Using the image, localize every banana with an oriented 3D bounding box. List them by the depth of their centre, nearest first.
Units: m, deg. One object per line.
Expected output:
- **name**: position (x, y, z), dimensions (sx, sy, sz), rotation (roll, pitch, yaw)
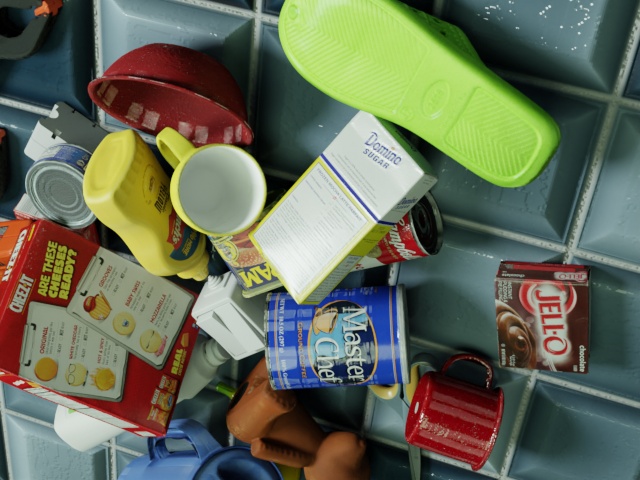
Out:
- **banana**: position (-0.059, 0.246, 1.300), dimensions (0.070, 0.037, 0.198), rotation (3, 125, 42)

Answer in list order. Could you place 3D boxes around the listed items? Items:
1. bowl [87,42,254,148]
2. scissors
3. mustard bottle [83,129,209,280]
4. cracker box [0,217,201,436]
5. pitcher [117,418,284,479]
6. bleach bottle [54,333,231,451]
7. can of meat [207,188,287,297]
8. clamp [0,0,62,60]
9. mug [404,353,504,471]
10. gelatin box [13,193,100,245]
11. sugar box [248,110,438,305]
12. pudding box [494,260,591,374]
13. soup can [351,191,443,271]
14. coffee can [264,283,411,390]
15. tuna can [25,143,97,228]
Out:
- **bowl**: position (-0.134, -0.141, 1.009), dimensions (0.162, 0.055, 0.162), rotation (14, 167, 3)
- **scissors**: position (0.087, 0.202, 1.216), dimensions (0.096, 0.016, 0.202), rotation (17, 127, 7)
- **mustard bottle**: position (-0.168, -0.019, 1.105), dimensions (0.058, 0.096, 0.191), rotation (-10, 139, 22)
- **cracker box**: position (-0.242, 0.097, 1.135), dimensions (0.213, 0.164, 0.072), rotation (29, 154, -29)
- **pitcher**: position (-0.159, 0.303, 1.287), dimensions (0.144, 0.149, 0.243), rotation (23, 160, -29)
- **bleach bottle**: position (-0.205, 0.167, 1.272), dimensions (0.251, 0.102, 0.068), rotation (-28, 122, 28)
- **can of meat**: position (-0.057, 0.001, 1.108), dimensions (0.102, 0.057, 0.084), rotation (-20, 111, 32)
- **clamp**: position (-0.332, -0.205, 1.083), dimensions (0.172, 0.039, 0.120), rotation (-3, 124, 24)
- **mug**: position (0.143, 0.176, 1.128), dimensions (0.081, 0.093, 0.117), rotation (18, 93, -3)
- **gelatin box**: position (-0.294, -0.009, 1.202), dimensions (0.089, 0.030, 0.073), rotation (18, 146, 10)
- **sugar box**: position (0.020, -0.031, 1.004), dimensions (0.176, 0.048, 0.093), rotation (-45, 67, 17)
- **pudding box**: position (0.222, 0.076, 1.057), dimensions (0.090, 0.039, 0.113), rotation (3, 125, 20)
- **soup can**: position (0.060, -0.009, 1.045), dimensions (0.102, 0.068, 0.068), rotation (-13, 118, 30)
- **coffee can**: position (0.020, 0.099, 1.095), dimensions (0.140, 0.102, 0.103), rotation (-4, 123, 7)
- **tuna can**: position (-0.258, -0.055, 1.096), dimensions (0.086, 0.033, 0.086), rotation (10, 128, 13)
